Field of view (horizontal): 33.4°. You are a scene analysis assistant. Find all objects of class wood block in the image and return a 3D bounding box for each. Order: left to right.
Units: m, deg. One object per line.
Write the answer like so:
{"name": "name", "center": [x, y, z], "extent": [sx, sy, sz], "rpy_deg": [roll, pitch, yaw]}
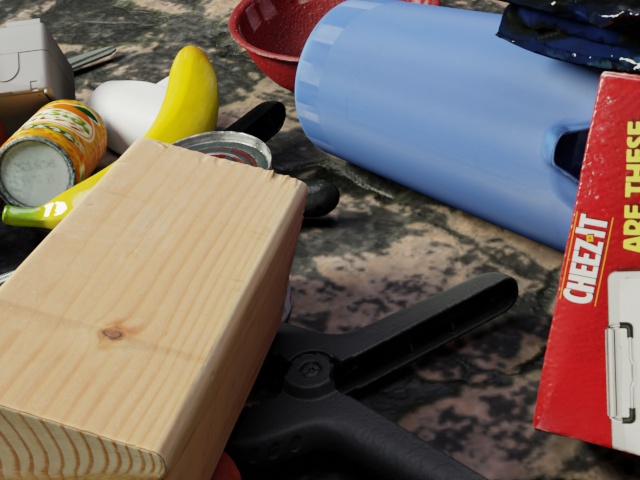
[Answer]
{"name": "wood block", "center": [-0.077, 0.045, 0.447], "extent": [0.091, 0.090, 0.206], "rpy_deg": [15, 30, 6]}

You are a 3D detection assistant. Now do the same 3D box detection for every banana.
{"name": "banana", "center": [-0.106, -0.060, 0.659], "extent": [0.069, 0.037, 0.197], "rpy_deg": [34, 48, 6]}

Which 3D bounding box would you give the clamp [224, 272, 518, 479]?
{"name": "clamp", "center": [0.002, 0.082, 0.522], "extent": [0.210, 0.036, 0.164], "rpy_deg": [-6, 36, 5]}

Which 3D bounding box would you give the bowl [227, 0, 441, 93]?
{"name": "bowl", "center": [0.013, -0.154, 0.822], "extent": [0.162, 0.055, 0.162], "rpy_deg": [-5, 36, 4]}

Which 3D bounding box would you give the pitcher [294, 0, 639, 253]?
{"name": "pitcher", "center": [0.110, -0.075, 0.653], "extent": [0.243, 0.149, 0.145], "rpy_deg": [23, 63, 39]}
